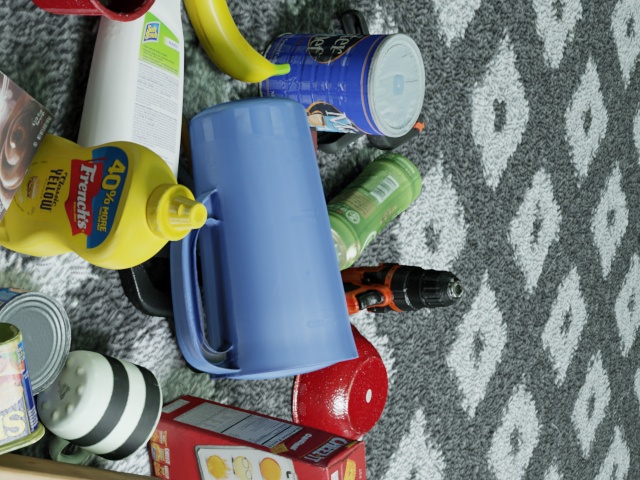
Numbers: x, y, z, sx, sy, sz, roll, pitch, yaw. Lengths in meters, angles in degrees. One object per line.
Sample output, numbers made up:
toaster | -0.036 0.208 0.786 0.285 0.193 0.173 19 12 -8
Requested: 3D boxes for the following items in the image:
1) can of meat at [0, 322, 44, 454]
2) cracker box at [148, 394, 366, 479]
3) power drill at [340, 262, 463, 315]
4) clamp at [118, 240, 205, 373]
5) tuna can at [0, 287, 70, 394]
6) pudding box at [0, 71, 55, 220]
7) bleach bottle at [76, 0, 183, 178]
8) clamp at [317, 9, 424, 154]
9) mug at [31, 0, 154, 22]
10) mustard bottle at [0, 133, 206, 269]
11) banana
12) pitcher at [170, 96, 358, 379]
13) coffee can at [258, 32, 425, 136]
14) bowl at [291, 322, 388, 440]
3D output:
can of meat | -0.261 0.113 0.780 0.101 0.058 0.084 -15 111 -28
cracker box | -0.059 0.247 1.001 0.071 0.214 0.164 -24 116 -51
power drill | 0.035 0.072 1.148 0.187 0.185 0.057 -20 101 -43
clamp | -0.134 0.054 1.004 0.171 0.039 0.120 29 76 -44
tuna can | -0.244 0.081 0.856 0.085 0.034 0.086 -16 109 -53
pudding box | -0.261 -0.072 0.794 0.090 0.039 0.113 44 60 -49
bleach bottle | -0.154 -0.139 0.919 0.102 0.068 0.251 18 78 -64
clamp | 0.066 -0.171 1.255 0.209 0.036 0.164 7 91 -58
mug | -0.189 -0.224 0.830 0.117 0.082 0.093 42 62 -51
mustard bottle | -0.164 -0.028 0.809 0.058 0.192 0.096 29 73 -54
banana | -0.095 -0.219 1.008 0.069 0.037 0.197 -54 134 -30
pitcher | -0.056 0.001 0.944 0.149 0.145 0.243 62 19 -85
coffee can | 0.022 -0.162 1.100 0.102 0.141 0.103 -16 110 -53
bowl | 0.034 0.178 1.265 0.161 0.055 0.162 -17 111 -53
